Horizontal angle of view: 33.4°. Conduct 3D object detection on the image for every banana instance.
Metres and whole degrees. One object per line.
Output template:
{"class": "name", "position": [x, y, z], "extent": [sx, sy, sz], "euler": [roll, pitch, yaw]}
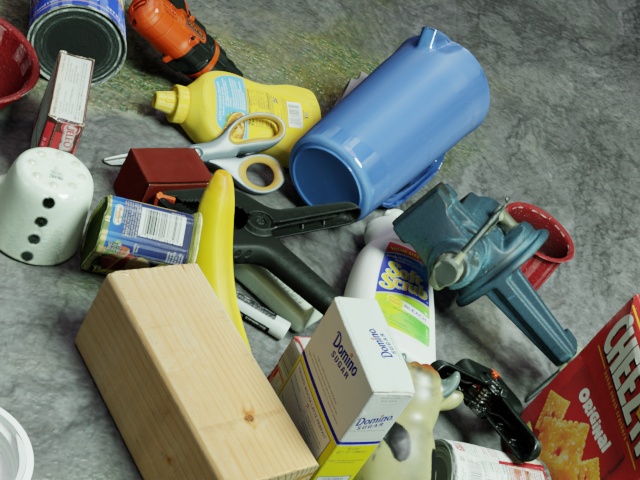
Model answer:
{"class": "banana", "position": [-0.084, 0.040, 0.945], "extent": [0.037, 0.070, 0.198], "euler": [0, 74, -52]}

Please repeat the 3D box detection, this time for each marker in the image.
{"class": "marker", "position": [-0.084, 0.055, 0.998], "extent": [0.121, 0.020, 0.020], "euler": [31, 36, -2]}

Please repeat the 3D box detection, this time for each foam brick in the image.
{"class": "foam brick", "position": [-0.154, -0.055, 1.046], "extent": [0.078, 0.053, 0.051], "euler": [-4, 50, -41]}

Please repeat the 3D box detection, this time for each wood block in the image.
{"class": "wood block", "position": [-0.103, 0.125, 0.843], "extent": [0.090, 0.090, 0.206], "euler": [-5, 50, -42]}

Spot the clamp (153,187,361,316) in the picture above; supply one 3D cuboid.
{"class": "clamp", "position": [-0.057, 0.001, 1.012], "extent": [0.209, 0.036, 0.164], "euler": [12, 39, -13]}

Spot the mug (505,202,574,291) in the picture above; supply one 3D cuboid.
{"class": "mug", "position": [0.219, 0.009, 1.222], "extent": [0.117, 0.082, 0.093], "euler": [40, 37, 10]}

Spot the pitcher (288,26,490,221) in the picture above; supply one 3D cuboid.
{"class": "pitcher", "position": [0.076, -0.114, 1.192], "extent": [0.149, 0.145, 0.242], "euler": [51, 52, -5]}

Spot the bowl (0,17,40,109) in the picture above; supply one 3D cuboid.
{"class": "bowl", "position": [-0.355, -0.165, 1.022], "extent": [0.162, 0.055, 0.162], "euler": [20, 38, -17]}

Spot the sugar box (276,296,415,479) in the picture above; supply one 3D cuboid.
{"class": "sugar box", "position": [0.007, 0.136, 0.836], "extent": [0.048, 0.176, 0.093], "euler": [6, 43, -31]}

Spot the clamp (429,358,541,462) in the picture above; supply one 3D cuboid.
{"class": "clamp", "position": [0.146, 0.140, 0.994], "extent": [0.120, 0.039, 0.171], "euler": [45, 6, -2]}

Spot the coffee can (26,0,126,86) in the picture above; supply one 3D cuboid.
{"class": "coffee can", "position": [-0.260, -0.246, 1.146], "extent": [0.102, 0.103, 0.140], "euler": [14, 40, -24]}

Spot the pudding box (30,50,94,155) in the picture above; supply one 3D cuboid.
{"class": "pudding box", "position": [-0.247, -0.112, 1.010], "extent": [0.039, 0.090, 0.113], "euler": [16, 39, -21]}

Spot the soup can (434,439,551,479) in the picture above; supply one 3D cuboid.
{"class": "soup can", "position": [0.142, 0.216, 0.936], "extent": [0.102, 0.069, 0.068], "euler": [16, 39, -21]}

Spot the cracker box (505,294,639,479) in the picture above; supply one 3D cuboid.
{"class": "cracker box", "position": [0.254, 0.178, 0.938], "extent": [0.072, 0.214, 0.164], "euler": [19, 38, -18]}

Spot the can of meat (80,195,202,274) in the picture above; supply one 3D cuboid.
{"class": "can of meat", "position": [-0.159, 0.002, 0.935], "extent": [0.083, 0.102, 0.057], "euler": [14, 70, -19]}

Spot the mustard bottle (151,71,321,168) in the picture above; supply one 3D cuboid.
{"class": "mustard bottle", "position": [-0.093, -0.138, 1.177], "extent": [0.191, 0.058, 0.096], "euler": [8, 64, -29]}

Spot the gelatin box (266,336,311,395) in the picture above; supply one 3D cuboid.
{"class": "gelatin box", "position": [-0.007, 0.121, 0.919], "extent": [0.073, 0.089, 0.030], "euler": [5, 43, -33]}

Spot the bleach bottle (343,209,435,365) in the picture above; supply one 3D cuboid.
{"class": "bleach bottle", "position": [0.066, 0.047, 1.082], "extent": [0.102, 0.068, 0.250], "euler": [29, 34, -16]}

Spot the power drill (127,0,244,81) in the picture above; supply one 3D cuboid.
{"class": "power drill", "position": [-0.157, -0.267, 1.221], "extent": [0.184, 0.057, 0.188], "euler": [40, 28, -52]}

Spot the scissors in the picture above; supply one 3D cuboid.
{"class": "scissors", "position": [-0.118, -0.075, 1.116], "extent": [0.201, 0.016, 0.096], "euler": [-24, 97, -25]}
